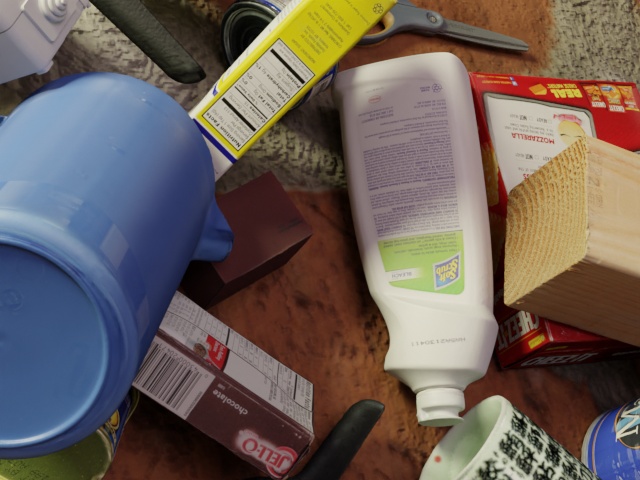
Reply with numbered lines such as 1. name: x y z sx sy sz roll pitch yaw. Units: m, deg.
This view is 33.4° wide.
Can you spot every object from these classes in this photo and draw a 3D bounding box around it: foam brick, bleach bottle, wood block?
1. foam brick: -0.054 0.001 0.681 0.078 0.051 0.053 -29 80 -35
2. bleach bottle: 0.064 0.000 0.726 0.103 0.068 0.251 -9 69 18
3. wood block: 0.234 0.017 0.707 0.205 0.091 0.090 18 61 -18

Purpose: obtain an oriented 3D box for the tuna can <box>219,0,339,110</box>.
1. tuna can: -0.030 -0.134 0.745 0.086 0.086 0.033 49 55 4

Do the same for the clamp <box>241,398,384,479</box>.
1. clamp: -0.004 0.177 0.621 0.171 0.039 0.120 -25 73 -28

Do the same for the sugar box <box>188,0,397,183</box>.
1. sugar box: -0.031 -0.102 0.662 0.048 0.176 0.093 42 13 -11

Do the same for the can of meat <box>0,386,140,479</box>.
1. can of meat: -0.151 0.086 0.557 0.102 0.057 0.084 31 10 -9

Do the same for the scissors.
1. scissors: 0.077 -0.194 0.874 0.201 0.016 0.096 -6 67 -29

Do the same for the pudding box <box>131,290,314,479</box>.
1. pudding box: -0.056 0.081 0.616 0.113 0.090 0.039 37 98 -7

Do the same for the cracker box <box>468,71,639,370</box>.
1. cracker box: 0.187 -0.017 0.801 0.164 0.072 0.214 -1 66 -27

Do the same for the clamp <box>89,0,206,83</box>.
1. clamp: -0.149 -0.201 0.645 0.210 0.036 0.164 17 86 -6

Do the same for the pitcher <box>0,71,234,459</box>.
1. pitcher: -0.136 -0.001 0.520 0.149 0.243 0.145 -18 107 5
